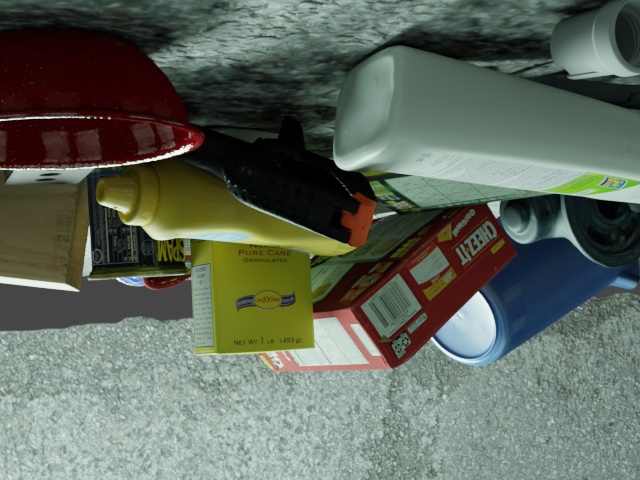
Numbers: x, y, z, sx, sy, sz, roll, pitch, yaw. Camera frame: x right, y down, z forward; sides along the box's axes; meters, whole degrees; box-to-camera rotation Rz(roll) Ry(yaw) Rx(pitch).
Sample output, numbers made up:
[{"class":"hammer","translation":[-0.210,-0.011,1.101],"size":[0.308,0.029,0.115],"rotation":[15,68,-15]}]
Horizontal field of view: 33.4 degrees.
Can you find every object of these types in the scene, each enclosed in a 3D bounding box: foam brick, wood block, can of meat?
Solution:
[{"class":"foam brick","translation":[-0.179,-0.068,0.703],"size":[0.052,0.051,0.078],"rotation":[-2,175,-22]},{"class":"wood block","translation":[-0.286,-0.019,0.814],"size":[0.206,0.090,0.091],"rotation":[7,174,-4]},{"class":"can of meat","translation":[-0.140,-0.013,0.816],"size":[0.057,0.084,0.102],"rotation":[-4,178,10]}]

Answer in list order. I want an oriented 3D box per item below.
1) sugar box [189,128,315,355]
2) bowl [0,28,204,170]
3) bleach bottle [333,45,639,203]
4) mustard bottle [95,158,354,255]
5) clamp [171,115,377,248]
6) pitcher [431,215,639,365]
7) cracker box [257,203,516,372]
[{"class":"sugar box","translation":[-0.056,0.001,0.851],"size":[0.093,0.176,0.048],"rotation":[0,176,-35]},{"class":"bowl","translation":[-0.145,-0.077,0.586],"size":[0.162,0.055,0.162],"rotation":[-3,175,0]},{"class":"bleach bottle","translation":[0.142,-0.060,0.666],"size":[0.250,0.068,0.103],"rotation":[9,172,-20]},{"class":"mustard bottle","translation":[-0.067,-0.025,0.757],"size":[0.191,0.058,0.096],"rotation":[6,-177,-35]},{"class":"clamp","translation":[-0.042,-0.049,0.687],"size":[0.164,0.036,0.210],"rotation":[3,-159,-32]},{"class":"pitcher","translation":[0.200,0.022,1.080],"size":[0.149,0.145,0.242],"rotation":[0,-159,46]},{"class":"cracker box","translation":[0.044,0.044,0.943],"size":[0.164,0.072,0.214],"rotation":[-40,-167,-27]}]
